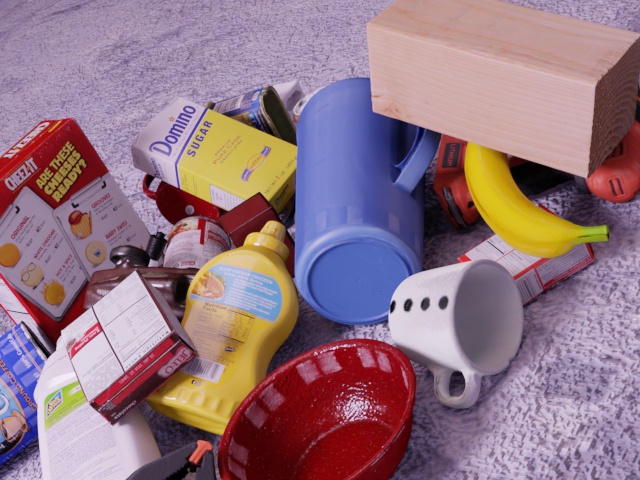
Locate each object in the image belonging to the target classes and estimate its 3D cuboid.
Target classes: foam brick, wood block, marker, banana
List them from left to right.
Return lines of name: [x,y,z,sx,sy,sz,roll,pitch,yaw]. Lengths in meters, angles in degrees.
marker: [-0.185,0.047,1.095,0.020,0.020,0.121,36,105,60]
foam brick: [-0.057,0.001,1.056,0.051,0.078,0.053,-33,26,-5]
wood block: [0.150,-0.138,0.890,0.206,0.091,0.090,22,48,31]
banana: [0.158,-0.041,0.876,0.069,0.037,0.198,-19,41,-9]

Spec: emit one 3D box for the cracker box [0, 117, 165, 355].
cracker box: [-0.268,0.007,1.103,0.072,0.213,0.164,2,42,45]

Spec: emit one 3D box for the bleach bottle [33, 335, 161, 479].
bleach bottle: [-0.186,0.158,0.894,0.102,0.068,0.251,-30,38,1]

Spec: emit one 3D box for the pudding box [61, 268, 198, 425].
pudding box: [-0.160,0.085,0.877,0.090,0.039,0.114,-39,38,-2]

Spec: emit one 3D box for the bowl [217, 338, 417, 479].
bowl: [0.007,0.147,0.784,0.162,0.055,0.162,-23,29,14]

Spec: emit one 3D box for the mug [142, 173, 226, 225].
mug: [-0.150,-0.064,1.230,0.117,0.093,0.081,8,46,15]

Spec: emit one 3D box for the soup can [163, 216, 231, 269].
soup can: [-0.127,0.030,1.087,0.068,0.068,0.102,-24,29,12]

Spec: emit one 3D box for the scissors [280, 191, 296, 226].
scissors: [-0.024,-0.063,1.192,0.096,0.016,0.201,-23,29,14]

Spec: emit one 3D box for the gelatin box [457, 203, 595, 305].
gelatin box: [0.167,0.015,0.871,0.089,0.030,0.073,-32,27,-4]

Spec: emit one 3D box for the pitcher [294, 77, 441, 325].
pitcher: [0.043,-0.044,0.977,0.145,0.149,0.242,-2,37,4]

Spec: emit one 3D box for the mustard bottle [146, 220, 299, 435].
mustard bottle: [-0.071,0.066,0.909,0.096,0.058,0.191,14,63,17]

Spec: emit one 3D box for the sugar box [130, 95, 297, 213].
sugar box: [-0.109,-0.088,1.161,0.176,0.048,0.093,25,55,17]

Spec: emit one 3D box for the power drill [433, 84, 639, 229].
power drill: [0.202,-0.087,0.971,0.188,0.057,0.184,-16,33,26]

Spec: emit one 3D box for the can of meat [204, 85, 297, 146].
can of meat: [-0.079,-0.125,1.256,0.084,0.102,0.057,-14,33,24]

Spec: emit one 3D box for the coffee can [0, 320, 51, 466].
coffee can: [-0.313,0.159,1.020,0.140,0.102,0.103,-37,29,-12]

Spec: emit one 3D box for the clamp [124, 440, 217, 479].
clamp: [-0.131,0.213,0.743,0.039,0.120,0.171,113,179,-57]
